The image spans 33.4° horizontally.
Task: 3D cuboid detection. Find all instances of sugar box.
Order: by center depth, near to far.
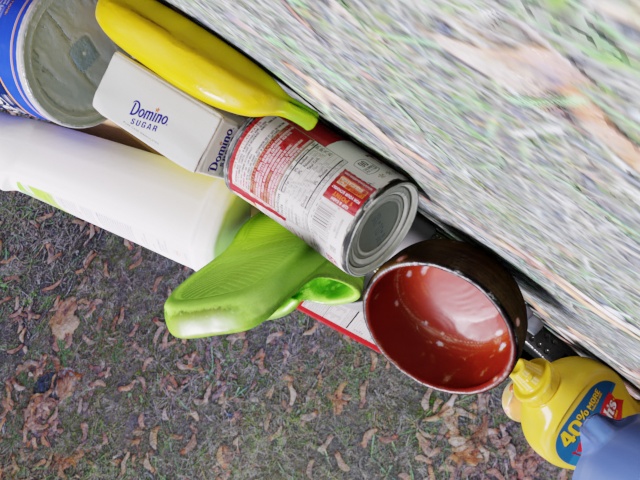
[{"bbox_3d":[-0.067,-0.073,0.724,0.093,0.048,0.176,33,-168,23],"label":"sugar box"}]

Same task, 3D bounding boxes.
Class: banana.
[{"bbox_3d":[-0.089,-0.116,0.647,0.198,0.037,0.069,36,179,33],"label":"banana"}]

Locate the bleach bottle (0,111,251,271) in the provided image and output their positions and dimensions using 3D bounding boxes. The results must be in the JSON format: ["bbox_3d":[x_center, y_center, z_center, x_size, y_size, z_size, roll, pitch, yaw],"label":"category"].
[{"bbox_3d":[-0.179,-0.048,0.798,0.251,0.068,0.102,20,164,8],"label":"bleach bottle"}]

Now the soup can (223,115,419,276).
[{"bbox_3d":[0.000,-0.032,0.646,0.102,0.068,0.068,35,179,28],"label":"soup can"}]

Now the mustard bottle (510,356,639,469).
[{"bbox_3d":[0.229,0.155,0.922,0.191,0.096,0.058,36,180,-26],"label":"mustard bottle"}]

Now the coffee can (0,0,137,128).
[{"bbox_3d":[-0.211,-0.142,0.763,0.141,0.103,0.102,16,167,38],"label":"coffee can"}]
